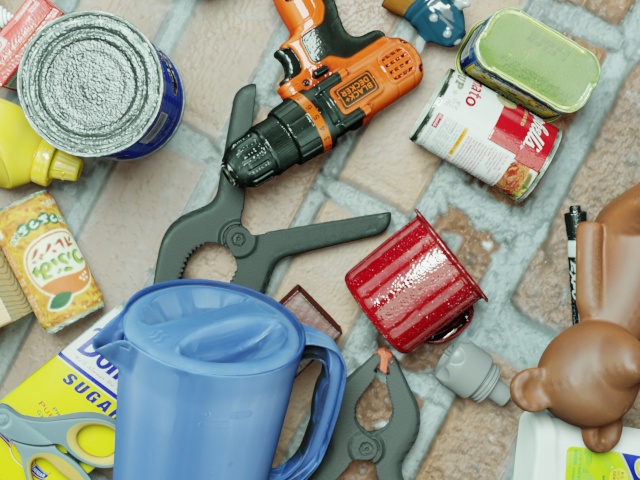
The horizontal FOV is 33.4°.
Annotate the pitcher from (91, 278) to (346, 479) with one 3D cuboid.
[{"bbox_3d":[-0.085,0.161,0.808,0.149,0.144,0.243,22,117,22],"label":"pitcher"}]

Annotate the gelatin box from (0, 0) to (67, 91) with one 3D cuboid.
[{"bbox_3d":[-0.226,-0.153,0.831,0.030,0.089,0.073,40,92,-3],"label":"gelatin box"}]

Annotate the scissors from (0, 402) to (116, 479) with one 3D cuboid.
[{"bbox_3d":[-0.225,0.130,0.824,0.096,0.016,0.201,-34,109,-3],"label":"scissors"}]

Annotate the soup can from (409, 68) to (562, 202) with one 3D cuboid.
[{"bbox_3d":[0.131,-0.084,0.852,0.102,0.068,0.068,29,92,-2],"label":"soup can"}]

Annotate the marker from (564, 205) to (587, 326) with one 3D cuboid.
[{"bbox_3d":[0.215,0.031,0.884,0.020,0.020,0.121,-5,94,-1],"label":"marker"}]

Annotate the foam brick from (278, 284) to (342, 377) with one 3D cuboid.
[{"bbox_3d":[-0.028,0.081,0.867,0.078,0.053,0.051,-43,93,2],"label":"foam brick"}]

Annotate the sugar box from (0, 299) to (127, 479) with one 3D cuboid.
[{"bbox_3d":[-0.200,0.139,0.871,0.176,0.048,0.093,-39,95,3],"label":"sugar box"}]

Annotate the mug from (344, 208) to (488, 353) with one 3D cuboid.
[{"bbox_3d":[0.079,0.042,0.856,0.081,0.093,0.117,-38,130,6],"label":"mug"}]

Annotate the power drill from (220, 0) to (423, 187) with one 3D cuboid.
[{"bbox_3d":[-0.035,-0.155,0.835,0.184,0.057,0.187,-34,94,-16],"label":"power drill"}]

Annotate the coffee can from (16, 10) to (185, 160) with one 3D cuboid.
[{"bbox_3d":[-0.161,-0.113,0.809,0.103,0.140,0.103,0,93,-1],"label":"coffee can"}]

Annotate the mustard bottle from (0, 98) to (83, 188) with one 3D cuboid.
[{"bbox_3d":[-0.279,-0.085,0.833,0.191,0.096,0.058,19,60,-3],"label":"mustard bottle"}]

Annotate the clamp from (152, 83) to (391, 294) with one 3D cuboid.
[{"bbox_3d":[-0.056,0.001,0.870,0.164,0.036,0.210,36,88,-2],"label":"clamp"}]

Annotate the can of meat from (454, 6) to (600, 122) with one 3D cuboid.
[{"bbox_3d":[0.163,-0.138,0.841,0.102,0.084,0.057,29,93,-2],"label":"can of meat"}]

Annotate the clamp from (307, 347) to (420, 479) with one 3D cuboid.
[{"bbox_3d":[0.046,0.178,0.881,0.120,0.039,0.171,20,93,-3],"label":"clamp"}]

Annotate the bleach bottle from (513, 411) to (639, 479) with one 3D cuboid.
[{"bbox_3d":[0.289,0.200,0.875,0.250,0.068,0.102,5,93,-4],"label":"bleach bottle"}]
